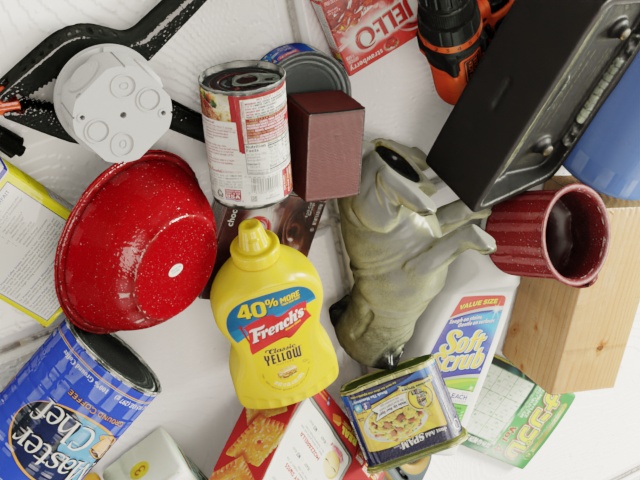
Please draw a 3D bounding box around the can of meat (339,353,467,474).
[{"bbox_3d":[0.077,0.163,1.014,0.102,0.057,0.084,-21,92,7],"label":"can of meat"}]

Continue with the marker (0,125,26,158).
[{"bbox_3d":[-0.271,-0.098,0.796,0.121,0.020,0.020,37,95,-35],"label":"marker"}]

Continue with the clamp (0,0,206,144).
[{"bbox_3d":[-0.149,-0.137,0.827,0.209,0.036,0.165,-9,118,-26],"label":"clamp"}]

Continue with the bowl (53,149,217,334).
[{"bbox_3d":[-0.134,0.012,0.858,0.161,0.055,0.162,-35,138,-39],"label":"bowl"}]

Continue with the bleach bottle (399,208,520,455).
[{"bbox_3d":[0.129,0.087,1.063,0.102,0.068,0.251,13,104,-20],"label":"bleach bottle"}]

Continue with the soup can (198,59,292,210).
[{"bbox_3d":[-0.058,-0.083,0.845,0.068,0.069,0.102,-15,122,-19],"label":"soup can"}]

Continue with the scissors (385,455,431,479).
[{"bbox_3d":[0.114,0.275,1.178,0.096,0.016,0.201,-47,125,2],"label":"scissors"}]

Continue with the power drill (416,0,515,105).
[{"bbox_3d":[0.159,-0.215,0.892,0.187,0.057,0.184,-38,156,-5],"label":"power drill"}]

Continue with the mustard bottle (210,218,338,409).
[{"bbox_3d":[-0.044,0.059,0.918,0.096,0.058,0.191,-16,130,-6],"label":"mustard bottle"}]

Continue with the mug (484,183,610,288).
[{"bbox_3d":[0.215,0.002,0.998,0.117,0.082,0.093,46,66,-27],"label":"mug"}]

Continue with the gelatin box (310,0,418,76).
[{"bbox_3d":[0.044,-0.193,0.898,0.089,0.030,0.073,-31,124,-9],"label":"gelatin box"}]

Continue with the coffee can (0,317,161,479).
[{"bbox_3d":[-0.217,0.145,0.895,0.140,0.103,0.102,-48,125,3],"label":"coffee can"}]

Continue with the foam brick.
[{"bbox_3d":[0.002,-0.078,0.878,0.051,0.053,0.078,-8,118,-23],"label":"foam brick"}]

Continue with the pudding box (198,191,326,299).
[{"bbox_3d":[-0.056,0.001,0.940,0.089,0.039,0.113,7,112,-30],"label":"pudding box"}]

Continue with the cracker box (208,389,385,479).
[{"bbox_3d":[-0.034,0.254,0.998,0.164,0.072,0.213,54,49,-35],"label":"cracker box"}]

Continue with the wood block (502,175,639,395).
[{"bbox_3d":[0.267,0.044,1.092,0.090,0.090,0.206,-2,115,-27],"label":"wood block"}]

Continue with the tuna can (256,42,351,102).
[{"bbox_3d":[-0.019,-0.122,0.900,0.086,0.034,0.086,-11,119,-21],"label":"tuna can"}]

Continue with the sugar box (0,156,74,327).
[{"bbox_3d":[-0.256,-0.014,0.831,0.176,0.048,0.093,39,91,-33],"label":"sugar box"}]
